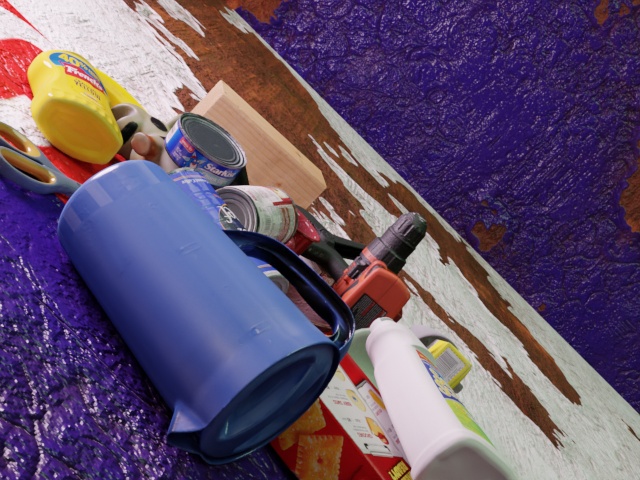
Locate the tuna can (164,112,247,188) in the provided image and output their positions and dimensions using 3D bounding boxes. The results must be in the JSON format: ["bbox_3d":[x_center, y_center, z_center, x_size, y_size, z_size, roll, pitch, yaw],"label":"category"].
[{"bbox_3d":[-0.122,-0.095,1.127,0.086,0.034,0.086,33,24,-17],"label":"tuna can"}]

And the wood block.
[{"bbox_3d":[-0.098,-0.125,1.558,0.206,0.090,0.091,41,11,-19],"label":"wood block"}]

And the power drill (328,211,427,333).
[{"bbox_3d":[0.064,0.052,1.261,0.057,0.184,0.187,39,10,-4],"label":"power drill"}]

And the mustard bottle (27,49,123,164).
[{"bbox_3d":[-0.268,-0.157,1.148,0.096,0.058,0.192,32,17,-32],"label":"mustard bottle"}]

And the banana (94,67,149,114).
[{"bbox_3d":[-0.233,-0.145,1.290,0.198,0.037,0.069,45,23,-1],"label":"banana"}]

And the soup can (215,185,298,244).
[{"bbox_3d":[-0.073,-0.022,1.092,0.068,0.069,0.102,48,17,13],"label":"soup can"}]

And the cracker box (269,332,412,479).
[{"bbox_3d":[0.021,0.181,0.972,0.214,0.072,0.164,51,13,20],"label":"cracker box"}]

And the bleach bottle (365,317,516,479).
[{"bbox_3d":[0.093,0.147,1.009,0.102,0.068,0.251,41,10,-32],"label":"bleach bottle"}]

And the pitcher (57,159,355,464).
[{"bbox_3d":[-0.098,0.045,0.862,0.243,0.145,0.149,48,12,25],"label":"pitcher"}]

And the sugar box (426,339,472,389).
[{"bbox_3d":[0.123,0.161,1.252,0.048,0.093,0.176,48,-2,2],"label":"sugar box"}]

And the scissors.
[{"bbox_3d":[-0.243,-0.061,1.010,0.096,0.016,0.201,51,13,26],"label":"scissors"}]

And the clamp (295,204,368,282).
[{"bbox_3d":[0.003,0.004,1.417,0.210,0.036,0.164,39,20,-13],"label":"clamp"}]
